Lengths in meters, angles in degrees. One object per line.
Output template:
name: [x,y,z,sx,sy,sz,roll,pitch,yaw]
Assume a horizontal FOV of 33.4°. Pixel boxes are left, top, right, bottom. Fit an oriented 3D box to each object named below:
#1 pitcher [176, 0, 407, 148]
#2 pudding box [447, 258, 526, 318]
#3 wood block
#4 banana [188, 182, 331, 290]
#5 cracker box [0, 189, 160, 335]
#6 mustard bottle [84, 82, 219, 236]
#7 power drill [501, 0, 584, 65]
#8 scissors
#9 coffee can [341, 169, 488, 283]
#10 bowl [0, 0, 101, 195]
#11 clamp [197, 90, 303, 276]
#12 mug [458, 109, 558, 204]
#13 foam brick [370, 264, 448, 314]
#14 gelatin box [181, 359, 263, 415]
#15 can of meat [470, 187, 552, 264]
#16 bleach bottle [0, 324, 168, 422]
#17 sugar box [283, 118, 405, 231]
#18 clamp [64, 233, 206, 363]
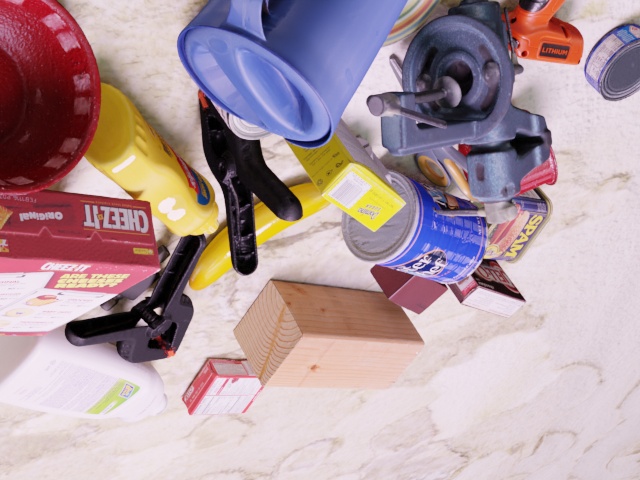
pitcher: [0.008,-0.205,0.804,0.145,0.149,0.242,41,69,-25]
pudding box: [0.196,0.047,1.336,0.113,0.090,0.039,15,123,-45]
wood block: [0.014,0.117,1.281,0.205,0.090,0.091,9,128,-43]
banana: [-0.059,-0.011,1.125,0.197,0.037,0.069,-30,143,-5]
cracker box: [-0.264,0.022,0.910,0.163,0.072,0.214,5,157,-41]
mustard bottle: [-0.144,-0.056,0.958,0.058,0.096,0.191,-37,144,3]
power drill: [0.266,-0.268,1.060,0.184,0.057,0.188,1,129,-32]
scissors: [0.107,-0.115,1.135,0.016,0.096,0.201,-50,116,-18]
coffee can: [0.106,-0.013,1.190,0.140,0.103,0.103,16,121,-46]
bowl: [-0.248,-0.115,0.809,0.161,0.055,0.162,-2,93,-46]
clamp: [-0.066,-0.064,0.942,0.039,0.171,0.120,-10,167,-38]
mug: [0.207,-0.092,1.181,0.081,0.093,0.117,-23,167,-6]
foam brick: [0.108,0.048,1.305,0.053,0.051,0.078,-43,143,14]
gelatin box: [-0.115,0.179,1.306,0.089,0.030,0.073,7,130,-41]
can of meat: [0.220,-0.023,1.305,0.083,0.057,0.102,6,128,-37]
bleach bottle: [-0.254,0.152,1.145,0.102,0.068,0.250,-40,146,9]
sugar box: [-0.001,-0.093,0.955,0.048,0.176,0.093,-44,142,10]
clamp: [-0.183,0.083,1.098,0.164,0.036,0.210,-36,160,-22]
